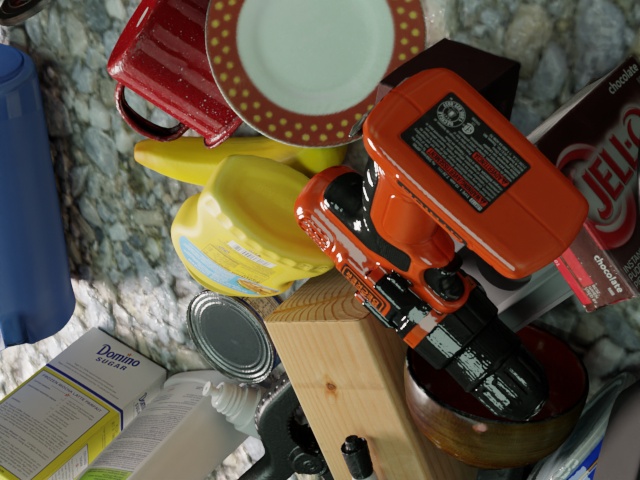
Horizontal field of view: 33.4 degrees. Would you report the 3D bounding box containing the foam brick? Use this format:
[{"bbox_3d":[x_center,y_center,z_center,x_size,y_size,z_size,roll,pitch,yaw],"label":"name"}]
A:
[{"bbox_3d":[0.071,-0.073,0.609,0.051,0.078,0.053,26,132,25],"label":"foam brick"}]

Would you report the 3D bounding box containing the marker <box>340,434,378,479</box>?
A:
[{"bbox_3d":[0.037,0.183,0.724,0.020,0.020,0.121,0,119,38],"label":"marker"}]

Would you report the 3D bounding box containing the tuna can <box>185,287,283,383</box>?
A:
[{"bbox_3d":[-0.063,0.069,0.845,0.086,0.033,0.086,21,130,27],"label":"tuna can"}]

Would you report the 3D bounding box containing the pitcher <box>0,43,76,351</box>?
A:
[{"bbox_3d":[-0.284,-0.041,0.891,0.149,0.144,0.243,14,124,16],"label":"pitcher"}]

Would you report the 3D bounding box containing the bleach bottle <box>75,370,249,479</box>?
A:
[{"bbox_3d":[-0.158,0.199,0.854,0.103,0.250,0.068,-12,111,43],"label":"bleach bottle"}]

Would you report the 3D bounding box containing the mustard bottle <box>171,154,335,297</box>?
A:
[{"bbox_3d":[-0.055,0.001,0.750,0.096,0.058,0.192,29,159,-12],"label":"mustard bottle"}]

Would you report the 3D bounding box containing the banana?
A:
[{"bbox_3d":[-0.046,-0.060,0.728,0.198,0.037,0.069,-4,148,46],"label":"banana"}]

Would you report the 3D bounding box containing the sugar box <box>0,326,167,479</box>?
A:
[{"bbox_3d":[-0.224,0.155,0.930,0.093,0.175,0.048,27,131,22],"label":"sugar box"}]

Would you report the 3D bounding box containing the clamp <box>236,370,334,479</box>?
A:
[{"bbox_3d":[0.002,0.172,0.844,0.164,0.036,0.210,13,120,-4],"label":"clamp"}]

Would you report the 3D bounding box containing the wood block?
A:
[{"bbox_3d":[0.054,0.121,0.748,0.091,0.090,0.206,-5,115,42],"label":"wood block"}]

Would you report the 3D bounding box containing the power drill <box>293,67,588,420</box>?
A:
[{"bbox_3d":[0.067,0.009,0.547,0.184,0.057,0.188,44,159,8],"label":"power drill"}]

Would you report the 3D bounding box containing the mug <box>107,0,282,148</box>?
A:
[{"bbox_3d":[-0.086,-0.111,0.675,0.081,0.093,0.117,32,126,-21],"label":"mug"}]
